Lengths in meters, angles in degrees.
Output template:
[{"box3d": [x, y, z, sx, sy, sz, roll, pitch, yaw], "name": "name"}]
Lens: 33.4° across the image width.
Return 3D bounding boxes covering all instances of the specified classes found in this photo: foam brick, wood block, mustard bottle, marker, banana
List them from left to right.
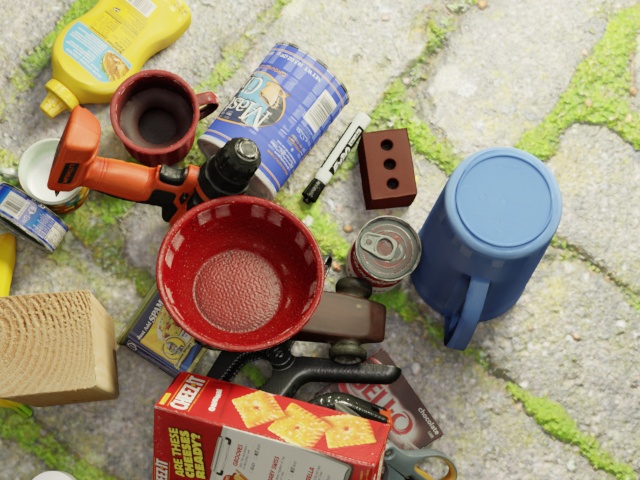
[{"box3d": [-0.334, 0.086, 1.100, 0.037, 0.069, 0.198, -9, 80, 12], "name": "banana"}, {"box3d": [-0.251, 0.109, 1.029, 0.090, 0.206, 0.090, -5, 79, -6], "name": "wood block"}, {"box3d": [-0.236, -0.208, 1.170, 0.096, 0.058, 0.191, 40, 78, 2], "name": "mustard bottle"}, {"box3d": [0.016, -0.091, 1.189, 0.020, 0.020, 0.121, 34, 78, 2], "name": "marker"}, {"box3d": [0.073, -0.078, 1.175, 0.053, 0.051, 0.078, -7, 80, -6], "name": "foam brick"}]

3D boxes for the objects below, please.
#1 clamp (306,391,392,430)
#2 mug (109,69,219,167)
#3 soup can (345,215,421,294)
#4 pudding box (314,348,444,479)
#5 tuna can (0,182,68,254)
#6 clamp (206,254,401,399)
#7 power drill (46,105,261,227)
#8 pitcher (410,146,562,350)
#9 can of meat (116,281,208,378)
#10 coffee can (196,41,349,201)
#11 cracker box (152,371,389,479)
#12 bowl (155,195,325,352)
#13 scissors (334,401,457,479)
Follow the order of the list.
[{"box3d": [-0.013, 0.204, 1.083, 0.171, 0.039, 0.120, -1, 119, 3], "name": "clamp"}, {"box3d": [-0.165, -0.131, 1.149, 0.117, 0.081, 0.093, -24, 82, -9], "name": "mug"}, {"box3d": [0.064, 0.017, 1.129, 0.068, 0.102, 0.068, 1, 79, -5], "name": "soup can"}, {"box3d": [0.061, 0.185, 1.127, 0.090, 0.039, 0.113, -34, 83, -9], "name": "pudding box"}, {"box3d": [-0.306, -0.023, 1.112, 0.086, 0.086, 0.033, 33, 76, 2], "name": "tuna can"}, {"box3d": [-0.031, 0.129, 1.116, 0.210, 0.036, 0.165, -35, 62, -8], "name": "clamp"}, {"box3d": [-0.168, -0.071, 1.068, 0.187, 0.185, 0.057, 19, 57, -18], "name": "power drill"}, {"box3d": [0.163, 0.006, 1.068, 0.145, 0.243, 0.149, -29, 77, -7], "name": "pitcher"}, {"box3d": [-0.150, 0.088, 1.120, 0.084, 0.057, 0.102, 33, 77, 0], "name": "can of meat"}, {"box3d": [-0.050, -0.128, 1.148, 0.103, 0.103, 0.140, 37, 78, 3], "name": "coffee can"}, {"box3d": [-0.051, 0.230, 1.028, 0.214, 0.072, 0.164, 13, 121, 13], "name": "cracker box"}, {"box3d": [-0.079, 0.039, 1.038, 0.162, 0.055, 0.162, 3, 65, -6], "name": "bowl"}, {"box3d": [0.059, 0.227, 1.071, 0.201, 0.016, 0.096, 28, 103, -36], "name": "scissors"}]
